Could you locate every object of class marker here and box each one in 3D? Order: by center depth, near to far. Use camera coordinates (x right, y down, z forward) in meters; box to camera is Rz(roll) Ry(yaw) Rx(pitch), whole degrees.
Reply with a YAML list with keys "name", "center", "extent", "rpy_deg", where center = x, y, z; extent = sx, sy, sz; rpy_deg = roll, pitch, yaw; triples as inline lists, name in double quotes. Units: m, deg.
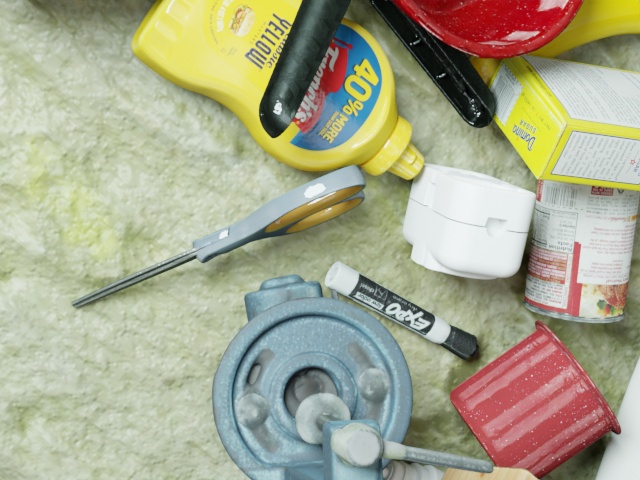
- name: "marker"
  center: [0.058, 0.049, 0.723]
  extent: [0.121, 0.020, 0.020]
  rpy_deg: [29, 94, -18]

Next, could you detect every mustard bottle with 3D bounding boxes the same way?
- name: "mustard bottle"
  center: [-0.012, -0.098, 0.652]
  extent: [0.191, 0.058, 0.096]
  rpy_deg: [36, 81, -19]

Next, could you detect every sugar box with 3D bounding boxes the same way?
- name: "sugar box"
  center: [0.200, -0.069, 0.672]
  extent: [0.176, 0.093, 0.048]
  rpy_deg: [8, 125, -23]

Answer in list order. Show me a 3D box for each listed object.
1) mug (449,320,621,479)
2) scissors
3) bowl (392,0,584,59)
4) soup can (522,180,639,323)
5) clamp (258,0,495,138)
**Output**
- name: "mug"
  center: [0.146, 0.120, 0.732]
  extent: [0.081, 0.093, 0.117]
  rpy_deg: [-35, 144, 0]
- name: "scissors"
  center: [-0.054, 0.001, 0.678]
  extent: [0.202, 0.096, 0.016]
  rpy_deg: [-25, 81, 23]
- name: "bowl"
  center: [0.079, -0.179, 0.605]
  extent: [0.161, 0.055, 0.162]
  rpy_deg: [1, 88, -29]
- name: "soup can"
  center: [0.175, -0.003, 0.715]
  extent: [0.068, 0.068, 0.102]
  rpy_deg: [2, 101, -14]
- name: "clamp"
  center: [0.015, -0.156, 0.623]
  extent: [0.164, 0.036, 0.210]
  rpy_deg: [-15, 89, -35]
